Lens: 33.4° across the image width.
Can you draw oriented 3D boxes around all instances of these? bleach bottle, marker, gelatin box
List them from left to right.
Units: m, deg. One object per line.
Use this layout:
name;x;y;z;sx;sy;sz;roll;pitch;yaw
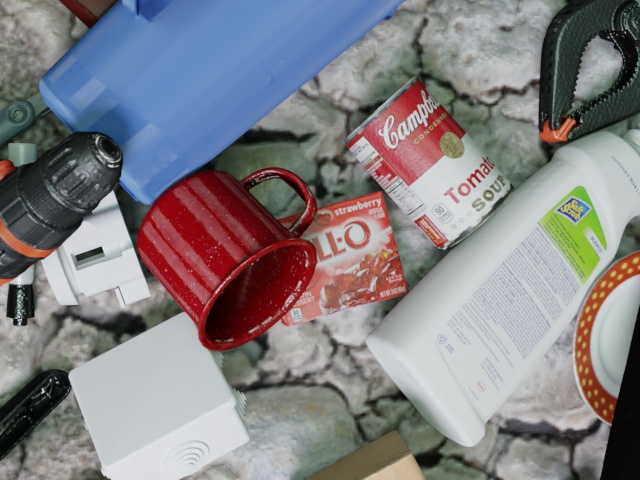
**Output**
marker;-0.198;-0.004;0.706;0.020;0.020;0.121;1;93;-7
gelatin box;0.008;0.013;0.732;0.089;0.030;0.073;-15;88;-8
bleach bottle;0.151;0.017;0.732;0.250;0.068;0.102;-43;111;-13

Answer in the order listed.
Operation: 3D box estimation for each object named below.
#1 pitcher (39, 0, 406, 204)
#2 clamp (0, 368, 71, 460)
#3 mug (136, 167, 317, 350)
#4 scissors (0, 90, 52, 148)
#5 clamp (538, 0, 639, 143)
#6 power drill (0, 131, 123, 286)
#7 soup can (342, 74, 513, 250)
pitcher;-0.063;-0.145;0.682;0.243;0.145;0.149;-43;95;-5
clamp;-0.222;0.158;0.662;0.171;0.120;0.039;-30;126;-5
mug;-0.054;0.001;0.679;0.117;0.093;0.082;-45;64;2
scissors;-0.222;-0.092;0.718;0.096;0.016;0.201;43;82;-2
clamp;0.215;-0.164;0.764;0.164;0.036;0.210;42;85;-7
power drill;-0.219;-0.065;0.641;0.185;0.057;0.187;-34;85;29
soup can;0.073;-0.052;0.726;0.068;0.068;0.102;-42;92;-8
